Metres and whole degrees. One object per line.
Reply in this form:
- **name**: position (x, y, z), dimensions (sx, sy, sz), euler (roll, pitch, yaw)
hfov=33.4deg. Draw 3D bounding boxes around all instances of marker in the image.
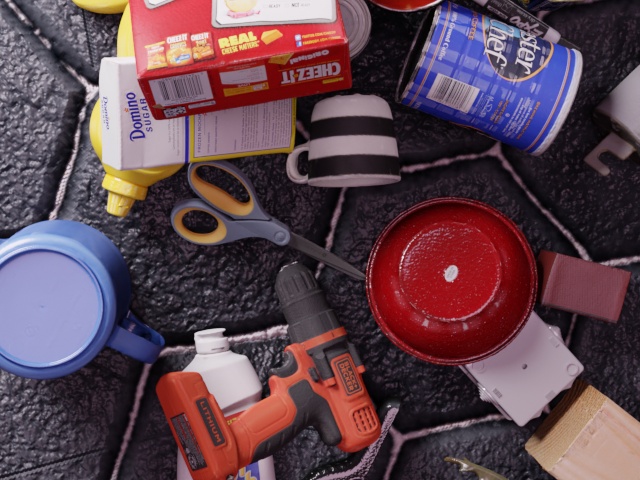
- **marker**: position (0.197, -0.206, 1.013), dimensions (0.121, 0.020, 0.020), euler (31, 91, -6)

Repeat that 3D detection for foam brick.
- **foam brick**: position (0.245, 0.043, 1.017), dimensions (0.078, 0.053, 0.051), euler (14, 93, -6)

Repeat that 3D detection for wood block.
- **wood block**: position (0.309, 0.235, 1.016), dimensions (0.206, 0.091, 0.090), euler (38, 91, -6)

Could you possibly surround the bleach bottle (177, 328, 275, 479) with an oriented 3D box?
- **bleach bottle**: position (-0.096, 0.210, 0.999), dimensions (0.102, 0.068, 0.251), euler (-8, 92, -6)

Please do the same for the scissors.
- **scissors**: position (-0.057, 0.001, 1.007), dimensions (0.096, 0.016, 0.201), euler (-40, 111, 21)

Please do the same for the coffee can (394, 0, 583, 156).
- **coffee can**: position (0.151, -0.149, 0.971), dimensions (0.140, 0.103, 0.103), euler (20, 92, -5)

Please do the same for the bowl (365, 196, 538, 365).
- **bowl**: position (0.119, 0.032, 0.981), dimensions (0.162, 0.055, 0.162), euler (-2, 79, 8)

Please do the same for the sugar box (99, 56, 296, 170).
- **sugar box**: position (-0.105, -0.117, 0.939), dimensions (0.175, 0.048, 0.093), euler (-8, 108, -30)

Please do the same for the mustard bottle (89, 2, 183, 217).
- **mustard bottle**: position (-0.156, -0.114, 0.970), dimensions (0.096, 0.058, 0.191), euler (17, 94, -32)

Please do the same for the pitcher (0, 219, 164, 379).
- **pitcher**: position (-0.214, 0.052, 0.889), dimensions (0.149, 0.243, 0.145), euler (-14, 93, -10)

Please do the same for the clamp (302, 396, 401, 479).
- **clamp**: position (0.045, 0.244, 1.024), dimensions (0.171, 0.039, 0.120), euler (-41, 90, 3)

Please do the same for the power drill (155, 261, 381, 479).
- **power drill**: position (-0.048, 0.125, 0.956), dimensions (0.187, 0.057, 0.184), euler (-19, 80, -32)

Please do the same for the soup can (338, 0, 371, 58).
- **soup can**: position (0.007, -0.188, 0.958), dimensions (0.068, 0.102, 0.068), euler (0, 94, -4)

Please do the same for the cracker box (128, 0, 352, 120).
- **cracker box**: position (-0.073, -0.211, 0.872), dimensions (0.164, 0.072, 0.214), euler (-11, 62, -1)
